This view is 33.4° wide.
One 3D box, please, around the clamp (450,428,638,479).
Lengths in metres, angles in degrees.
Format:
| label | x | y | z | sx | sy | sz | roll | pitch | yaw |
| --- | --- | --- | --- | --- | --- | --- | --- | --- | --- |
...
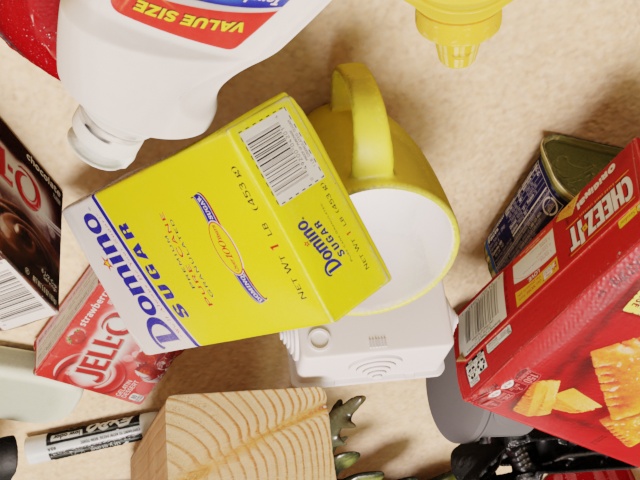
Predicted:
| label | x | y | z | sx | sy | sz | roll | pitch | yaw |
| --- | --- | --- | --- | --- | --- | --- | --- | --- | --- |
| clamp | 0.143 | 0.144 | 0.715 | 0.120 | 0.039 | 0.171 | -8 | 178 | -1 |

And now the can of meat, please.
| label | x | y | z | sx | sy | sz | roll | pitch | yaw |
| --- | --- | --- | --- | --- | --- | --- | --- | --- | --- |
| can of meat | 0.157 | -0.007 | 0.622 | 0.102 | 0.057 | 0.084 | 9 | 134 | -19 |

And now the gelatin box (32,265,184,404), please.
| label | x | y | z | sx | sy | sz | roll | pitch | yaw |
| --- | --- | --- | --- | --- | --- | --- | --- | --- | --- |
| gelatin box | -0.121 | 0.056 | 0.641 | 0.073 | 0.030 | 0.089 | 23 | 123 | -30 |

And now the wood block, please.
| label | x | y | z | sx | sy | sz | roll | pitch | yaw |
| --- | --- | --- | --- | --- | --- | --- | --- | --- | --- |
| wood block | -0.061 | 0.155 | 0.650 | 0.090 | 0.090 | 0.206 | -1 | 161 | -15 |

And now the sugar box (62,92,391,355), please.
| label | x | y | z | sx | sy | sz | roll | pitch | yaw |
| --- | --- | --- | --- | --- | --- | --- | --- | --- | --- |
| sugar box | -0.053 | 0.001 | 0.505 | 0.177 | 0.048 | 0.093 | -18 | 103 | 51 |

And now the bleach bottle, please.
| label | x | y | z | sx | sy | sz | roll | pitch | yaw |
| --- | --- | --- | --- | --- | --- | --- | --- | --- | --- |
| bleach bottle | -0.021 | -0.118 | 0.390 | 0.102 | 0.068 | 0.251 | 26 | 125 | -19 |

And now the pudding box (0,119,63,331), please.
| label | x | y | z | sx | sy | sz | roll | pitch | yaw |
| --- | --- | --- | --- | --- | --- | --- | --- | --- | --- |
| pudding box | -0.168 | -0.023 | 0.513 | 0.039 | 0.090 | 0.113 | -19 | 135 | 9 |

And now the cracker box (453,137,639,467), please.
| label | x | y | z | sx | sy | sz | roll | pitch | yaw |
| --- | --- | --- | --- | --- | --- | --- | --- | --- | --- |
| cracker box | 0.206 | 0.057 | 0.585 | 0.213 | 0.072 | 0.164 | 23 | 132 | -19 |

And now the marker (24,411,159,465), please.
| label | x | y | z | sx | sy | sz | roll | pitch | yaw |
| --- | --- | --- | --- | --- | --- | --- | --- | --- | --- |
| marker | -0.138 | 0.129 | 0.719 | 0.121 | 0.020 | 0.020 | -12 | 135 | 0 |
